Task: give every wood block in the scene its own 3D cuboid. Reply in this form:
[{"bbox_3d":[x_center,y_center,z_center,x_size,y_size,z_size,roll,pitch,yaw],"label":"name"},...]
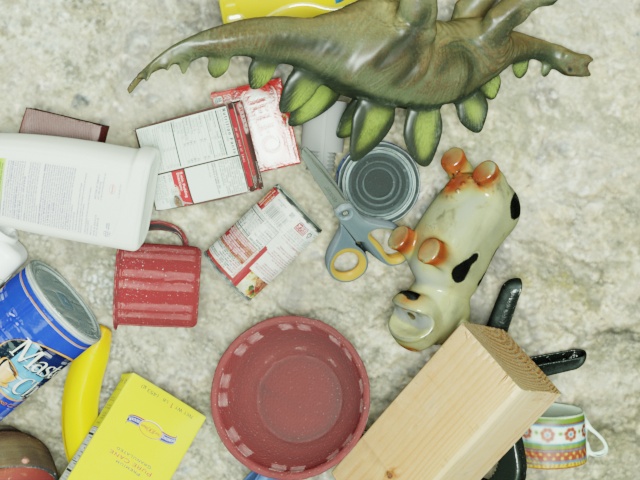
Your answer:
[{"bbox_3d":[0.119,0.186,1.029,0.206,0.090,0.091,-51,56,18],"label":"wood block"}]

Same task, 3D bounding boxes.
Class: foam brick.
[{"bbox_3d":[-0.255,-0.098,1.054,0.078,0.053,0.051,13,96,-4],"label":"foam brick"}]

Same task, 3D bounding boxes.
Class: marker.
[{"bbox_3d":[0.015,0.203,1.112,0.121,0.020,0.020,7,96,-2],"label":"marker"}]

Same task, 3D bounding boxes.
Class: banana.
[{"bbox_3d":[-0.233,0.188,1.098,0.069,0.037,0.198,-14,100,-27],"label":"banana"}]

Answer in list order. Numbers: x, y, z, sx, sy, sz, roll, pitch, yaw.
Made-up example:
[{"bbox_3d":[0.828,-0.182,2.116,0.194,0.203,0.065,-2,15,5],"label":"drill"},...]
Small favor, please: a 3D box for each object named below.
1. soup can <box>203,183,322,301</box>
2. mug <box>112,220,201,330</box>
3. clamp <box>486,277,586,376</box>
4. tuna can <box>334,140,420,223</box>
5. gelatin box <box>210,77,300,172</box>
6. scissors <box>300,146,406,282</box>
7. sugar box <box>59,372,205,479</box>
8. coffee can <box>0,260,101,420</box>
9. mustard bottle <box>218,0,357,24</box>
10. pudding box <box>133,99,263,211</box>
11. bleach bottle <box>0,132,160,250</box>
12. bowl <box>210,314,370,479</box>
[{"bbox_3d":[-0.057,0.001,1.063,0.102,0.068,0.068,-44,96,3],"label":"soup can"},{"bbox_3d":[-0.161,0.034,1.061,0.081,0.093,0.117,3,60,-7],"label":"mug"},{"bbox_3d":[0.187,0.134,1.100,0.120,0.039,0.171,39,101,-5],"label":"clamp"},{"bbox_3d":[0.058,-0.058,1.077,0.086,0.034,0.086,0,96,-2],"label":"tuna can"},{"bbox_3d":[-0.064,-0.113,1.069,0.073,0.030,0.089,-13,97,0],"label":"gelatin box"},{"bbox_3d":[0.012,-0.015,1.035,0.096,0.016,0.201,-38,135,20],"label":"scissors"},{"bbox_3d":[-0.199,0.229,1.060,0.093,0.048,0.176,34,70,-15],"label":"sugar box"},{"bbox_3d":[-0.302,0.102,1.050,0.140,0.103,0.103,-39,96,3],"label":"coffee can"},{"bbox_3d":[-0.003,-0.246,1.034,0.191,0.058,0.096,-10,61,-2],"label":"mustard bottle"},{"bbox_3d":[-0.119,-0.082,1.047,0.114,0.039,0.090,-11,96,23],"label":"pudding box"},{"bbox_3d":[-0.283,-0.062,1.002,0.251,0.068,0.103,12,105,-1],"label":"bleach bottle"},{"bbox_3d":[-0.026,0.158,1.074,0.162,0.055,0.162,-2,80,10],"label":"bowl"}]
